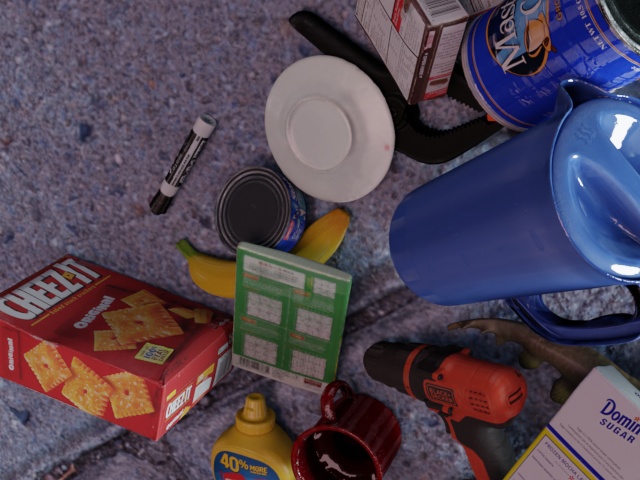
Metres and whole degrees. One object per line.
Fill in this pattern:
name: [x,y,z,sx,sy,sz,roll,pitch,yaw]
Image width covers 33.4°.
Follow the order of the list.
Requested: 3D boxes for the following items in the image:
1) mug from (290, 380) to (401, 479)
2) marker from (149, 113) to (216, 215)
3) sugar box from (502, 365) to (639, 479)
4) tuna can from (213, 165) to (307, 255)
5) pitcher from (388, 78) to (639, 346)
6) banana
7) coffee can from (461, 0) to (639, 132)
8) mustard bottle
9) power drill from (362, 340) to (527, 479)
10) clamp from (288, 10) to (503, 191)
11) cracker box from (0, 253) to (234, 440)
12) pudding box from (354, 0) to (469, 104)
mug: [0.026,0.191,1.033,0.093,0.081,0.117,-10,105,27]
marker: [-0.136,-0.071,1.041,0.020,0.020,0.121,38,120,6]
sugar box: [0.207,0.195,0.857,0.093,0.048,0.176,47,111,29]
tuna can: [-0.056,-0.025,0.995,0.086,0.033,0.086,-4,81,31]
pitcher: [0.159,-0.006,0.821,0.145,0.149,0.243,27,159,-20]
banana: [-0.055,0.019,1.029,0.198,0.037,0.069,-11,105,27]
coffee can: [0.188,-0.152,0.789,0.103,0.102,0.141,57,145,-5]
mustard bottle: [-0.067,0.246,1.110,0.096,0.058,0.192,12,114,25]
power drill: [0.125,0.181,0.979,0.185,0.057,0.187,9,125,52]
clamp: [0.062,-0.124,0.922,0.210,0.036,0.164,0,110,28]
cracker box: [-0.209,0.097,1.055,0.214,0.164,0.072,20,115,16]
pudding box: [0.069,-0.179,0.848,0.090,0.039,0.113,99,151,-55]
